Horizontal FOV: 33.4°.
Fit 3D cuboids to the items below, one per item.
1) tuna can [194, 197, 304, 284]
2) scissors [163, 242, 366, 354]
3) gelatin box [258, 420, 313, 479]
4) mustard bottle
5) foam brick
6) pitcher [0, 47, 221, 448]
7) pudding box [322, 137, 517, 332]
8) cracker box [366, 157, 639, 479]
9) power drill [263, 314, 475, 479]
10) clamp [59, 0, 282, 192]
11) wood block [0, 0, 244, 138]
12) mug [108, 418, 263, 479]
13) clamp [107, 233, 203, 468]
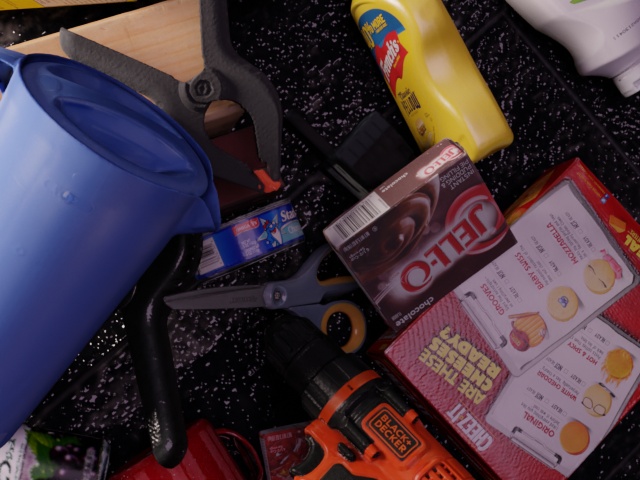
[{"bbox_3d":[-0.055,0.001,0.766,0.086,0.086,0.034,-23,91,-13],"label":"tuna can"},{"bbox_3d":[-0.026,0.055,0.753,0.201,0.016,0.096,-22,107,-45],"label":"scissors"},{"bbox_3d":[0.005,0.169,0.789,0.089,0.030,0.073,-10,86,-12],"label":"gelatin box"},{"bbox_3d":[0.072,-0.143,0.802,0.058,0.096,0.191,-27,90,-13],"label":"mustard bottle"},{"bbox_3d":[-0.073,-0.046,0.784,0.078,0.053,0.051,-21,89,-12],"label":"foam brick"},{"bbox_3d":[-0.191,0.010,0.658,0.243,0.144,0.149,-52,53,18],"label":"pitcher"},{"bbox_3d":[0.071,-0.004,0.749,0.113,0.039,0.090,-35,122,1],"label":"pudding box"},{"bbox_3d":[0.167,0.069,0.812,0.213,0.072,0.164,-44,93,-11],"label":"cracker box"},{"bbox_3d":[-0.021,0.154,0.671,0.187,0.057,0.185,-39,64,-17],"label":"power drill"},{"bbox_3d":[-0.089,-0.100,0.703,0.120,0.039,0.171,-25,96,5],"label":"clamp"},{"bbox_3d":[-0.169,-0.095,0.752,0.206,0.090,0.091,-19,89,-13],"label":"wood block"},{"bbox_3d":[-0.086,0.173,0.746,0.117,0.093,0.081,-31,88,-46],"label":"mug"},{"bbox_3d":[-0.142,0.037,0.730,0.165,0.036,0.210,6,80,28],"label":"clamp"}]
